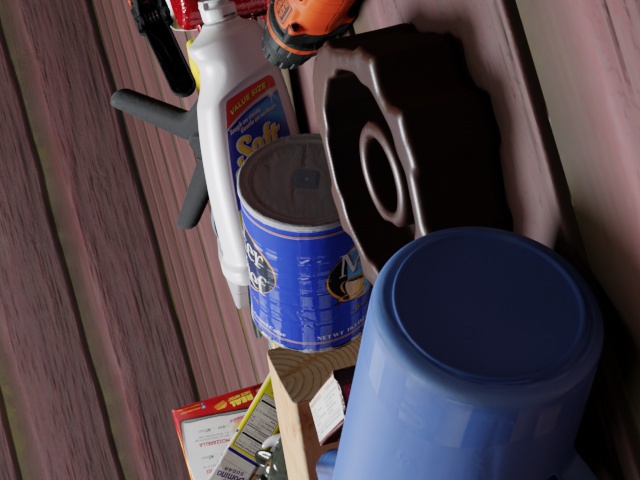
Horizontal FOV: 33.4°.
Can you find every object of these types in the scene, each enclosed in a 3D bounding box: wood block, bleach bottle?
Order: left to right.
[{"bbox_3d":[-0.070,-0.092,0.957,0.068,0.102,0.251,34,142,63],"label":"bleach bottle"},{"bbox_3d":[0.019,0.193,0.952,0.090,0.090,0.206,-127,25,-60],"label":"wood block"}]

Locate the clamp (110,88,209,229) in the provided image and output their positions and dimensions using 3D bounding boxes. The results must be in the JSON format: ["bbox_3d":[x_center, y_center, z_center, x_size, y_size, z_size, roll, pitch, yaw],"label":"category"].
[{"bbox_3d":[-0.111,-0.090,1.077,0.210,0.036,0.164,-4,117,40],"label":"clamp"}]

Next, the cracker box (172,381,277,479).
[{"bbox_3d":[-0.067,0.279,1.250,0.072,0.164,0.214,91,161,-58],"label":"cracker box"}]

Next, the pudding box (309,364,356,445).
[{"bbox_3d":[0.045,0.108,0.745,0.113,0.090,0.039,110,144,-68],"label":"pudding box"}]

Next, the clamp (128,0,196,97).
[{"bbox_3d":[-0.163,-0.221,1.018,0.172,0.039,0.120,-124,19,-49],"label":"clamp"}]

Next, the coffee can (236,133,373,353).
[{"bbox_3d":[-0.008,0.003,0.824,0.140,0.102,0.103,88,162,-45],"label":"coffee can"}]

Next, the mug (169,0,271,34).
[{"bbox_3d":[-0.094,-0.228,0.977,0.093,0.081,0.117,158,97,-77],"label":"mug"}]

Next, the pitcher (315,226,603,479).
[{"bbox_3d":[0.079,0.115,0.564,0.243,0.149,0.145,94,173,-47],"label":"pitcher"}]

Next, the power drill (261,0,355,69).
[{"bbox_3d":[-0.028,-0.226,0.761,0.185,0.057,0.187,151,101,-73],"label":"power drill"}]

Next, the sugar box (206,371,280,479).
[{"bbox_3d":[-0.065,0.207,1.184,0.048,0.176,0.093,28,160,4],"label":"sugar box"}]
